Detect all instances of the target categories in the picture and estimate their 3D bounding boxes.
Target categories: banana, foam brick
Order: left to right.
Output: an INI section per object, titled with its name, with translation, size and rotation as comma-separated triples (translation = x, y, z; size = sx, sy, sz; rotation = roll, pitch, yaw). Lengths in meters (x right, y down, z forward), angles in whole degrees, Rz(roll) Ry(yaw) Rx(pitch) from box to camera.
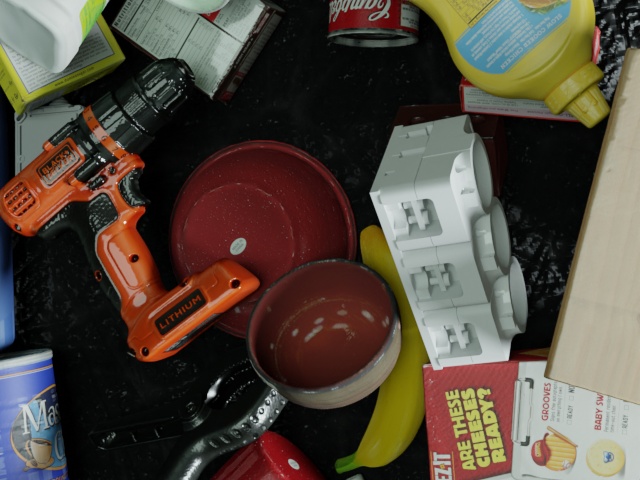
[banana]
translation = 0.052, 0.090, 0.812
size = 0.070, 0.037, 0.198
rotation = 8, 94, 16
[foam brick]
translation = 0.094, -0.065, 0.777
size = 0.078, 0.053, 0.051
rotation = 0, 124, 16

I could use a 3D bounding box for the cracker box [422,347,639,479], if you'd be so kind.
[cracker box]
translation = 0.188, 0.159, 0.755
size = 0.214, 0.072, 0.164
rotation = -5, 89, 18

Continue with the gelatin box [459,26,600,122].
[gelatin box]
translation = 0.149, -0.122, 0.758
size = 0.089, 0.030, 0.073
rotation = 7, 51, 17

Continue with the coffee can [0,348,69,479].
[coffee can]
translation = -0.263, 0.166, 0.878
size = 0.103, 0.102, 0.140
rotation = -8, 89, 17

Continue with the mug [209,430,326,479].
[mug]
translation = -0.036, 0.209, 0.822
size = 0.117, 0.093, 0.081
rotation = 42, 98, -9

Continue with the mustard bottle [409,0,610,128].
[mustard bottle]
translation = 0.122, -0.152, 0.700
size = 0.096, 0.058, 0.192
rotation = -41, 81, 17

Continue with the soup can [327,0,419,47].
[soup can]
translation = 0.041, -0.199, 0.790
size = 0.069, 0.068, 0.102
rotation = 3, 92, 17

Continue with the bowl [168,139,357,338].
[bowl]
translation = -0.055, 0.001, 0.833
size = 0.162, 0.055, 0.162
rotation = 1, 93, 17

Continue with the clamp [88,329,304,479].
[clamp]
translation = -0.098, 0.140, 0.836
size = 0.210, 0.165, 0.036
rotation = -42, 122, -4

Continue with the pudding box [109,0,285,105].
[pudding box]
translation = -0.099, -0.176, 0.850
size = 0.113, 0.039, 0.090
rotation = 37, 102, 15

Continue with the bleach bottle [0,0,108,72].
[bleach bottle]
translation = -0.151, -0.249, 0.801
size = 0.068, 0.103, 0.250
rotation = 32, 73, -5

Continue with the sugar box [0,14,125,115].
[sugar box]
translation = -0.239, -0.198, 0.840
size = 0.093, 0.048, 0.176
rotation = -31, 94, -26

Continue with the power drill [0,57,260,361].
[power drill]
translation = -0.128, -0.019, 0.797
size = 0.184, 0.057, 0.188
rotation = -39, 79, 11
